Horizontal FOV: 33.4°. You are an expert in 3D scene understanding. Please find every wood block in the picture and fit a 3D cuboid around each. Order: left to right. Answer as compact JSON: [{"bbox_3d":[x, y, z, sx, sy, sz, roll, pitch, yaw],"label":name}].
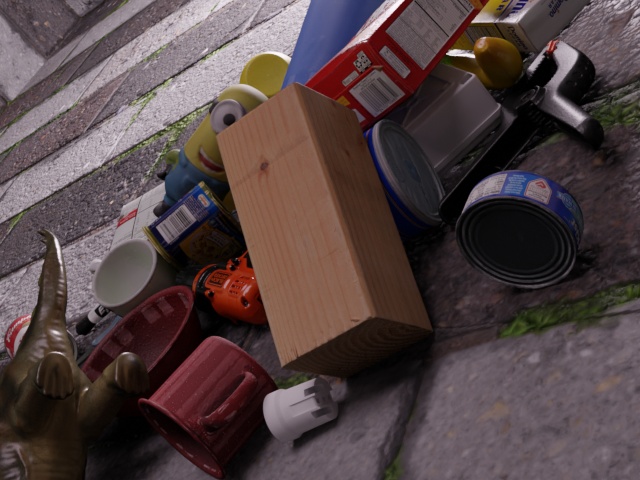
[{"bbox_3d":[0.000,-0.007,0.838,0.091,0.090,0.206,-31,62,27],"label":"wood block"}]

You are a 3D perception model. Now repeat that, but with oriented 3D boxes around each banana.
[{"bbox_3d":[0.155,-0.164,1.003,0.198,0.069,0.037,-140,59,-82],"label":"banana"}]

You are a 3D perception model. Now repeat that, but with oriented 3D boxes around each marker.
[{"bbox_3d":[-0.260,0.076,1.310,0.121,0.020,0.020,-42,22,20],"label":"marker"}]

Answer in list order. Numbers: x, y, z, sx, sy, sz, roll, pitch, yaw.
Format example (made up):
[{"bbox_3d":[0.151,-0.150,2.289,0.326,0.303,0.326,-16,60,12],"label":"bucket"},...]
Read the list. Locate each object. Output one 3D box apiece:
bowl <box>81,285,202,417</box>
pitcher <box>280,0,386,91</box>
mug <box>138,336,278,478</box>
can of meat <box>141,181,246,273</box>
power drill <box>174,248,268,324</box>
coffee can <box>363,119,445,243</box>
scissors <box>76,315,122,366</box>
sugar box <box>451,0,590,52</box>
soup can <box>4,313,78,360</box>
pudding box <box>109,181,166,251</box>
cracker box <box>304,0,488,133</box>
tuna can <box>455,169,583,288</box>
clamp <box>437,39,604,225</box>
[{"bbox_3d":[-0.171,0.121,1.062,0.162,0.055,0.162,-35,24,18],"label":"bowl"},{"bbox_3d":[0.024,-0.194,1.228,0.145,0.149,0.242,-10,40,27],"label":"pitcher"},{"bbox_3d":[-0.083,0.130,0.859,0.081,0.093,0.117,-47,6,-23],"label":"mug"},{"bbox_3d":[-0.133,-0.006,1.168,0.084,0.102,0.057,-40,57,-1],"label":"can of meat"},{"bbox_3d":[-0.057,0.001,1.091,0.187,0.057,0.185,-53,29,-16],"label":"power drill"},{"bbox_3d":[0.027,-0.028,0.946,0.140,0.102,0.102,-31,26,26],"label":"coffee can"},{"bbox_3d":[-0.251,0.107,1.267,0.202,0.016,0.096,-36,22,15],"label":"scissors"},{"bbox_3d":[0.196,-0.241,1.115,0.093,0.048,0.176,-45,22,-11],"label":"sugar box"},{"bbox_3d":[-0.342,0.130,1.305,0.068,0.068,0.102,-49,25,-16],"label":"soup can"},{"bbox_3d":[-0.205,-0.015,1.281,0.090,0.039,0.113,-27,36,25],"label":"pudding box"},{"bbox_3d":[0.064,-0.183,1.038,0.164,0.072,0.213,-34,14,49],"label":"cracker box"},{"bbox_3d":[0.141,-0.008,0.752,0.086,0.086,0.033,-21,30,41],"label":"tuna can"},{"bbox_3d":[0.179,-0.103,0.916,0.165,0.036,0.209,-33,21,36],"label":"clamp"}]
